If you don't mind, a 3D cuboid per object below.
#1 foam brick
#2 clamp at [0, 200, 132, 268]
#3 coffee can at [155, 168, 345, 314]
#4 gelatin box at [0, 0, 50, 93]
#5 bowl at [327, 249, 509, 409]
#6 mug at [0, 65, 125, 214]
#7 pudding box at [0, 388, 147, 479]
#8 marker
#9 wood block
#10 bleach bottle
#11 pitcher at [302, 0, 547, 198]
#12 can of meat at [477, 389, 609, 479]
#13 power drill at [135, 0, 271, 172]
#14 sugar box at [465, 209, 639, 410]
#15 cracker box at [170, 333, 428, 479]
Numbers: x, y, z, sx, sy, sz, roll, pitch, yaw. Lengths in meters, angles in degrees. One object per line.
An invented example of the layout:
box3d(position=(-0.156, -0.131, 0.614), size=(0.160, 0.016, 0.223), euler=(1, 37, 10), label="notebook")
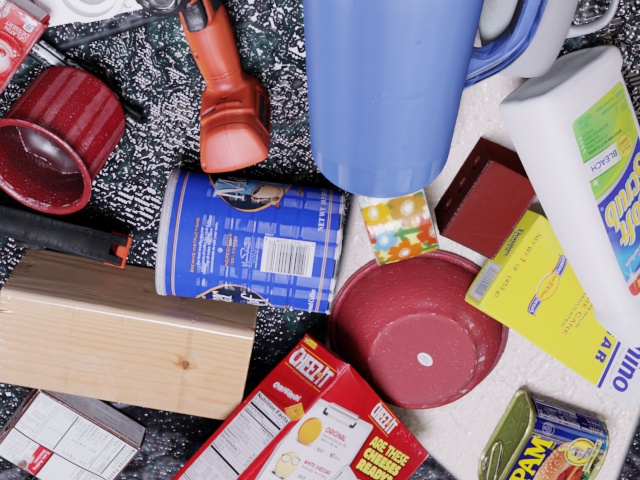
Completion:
box3d(position=(0.135, -0.035, 0.867), size=(0.051, 0.053, 0.078), euler=(26, 113, -10), label="foam brick")
box3d(position=(-0.245, -0.014, 0.879), size=(0.171, 0.120, 0.039), euler=(20, 93, -27), label="clamp")
box3d(position=(-0.056, 0.001, 0.862), size=(0.140, 0.103, 0.103), euler=(7, 115, -2), label="coffee can")
box3d(position=(-0.251, -0.156, 0.766), size=(0.089, 0.030, 0.073), euler=(36, 111, -14), label="gelatin box")
box3d(position=(0.087, 0.090, 0.927), size=(0.162, 0.055, 0.162), euler=(0, 115, 1), label="bowl")
box3d(position=(-0.209, -0.075, 0.836), size=(0.093, 0.081, 0.117), euler=(34, 138, -11), label="mug")
box3d(position=(-0.232, 0.185, 0.991), size=(0.113, 0.039, 0.090), euler=(34, 111, -16), label="pudding box")
box3d(position=(-0.191, -0.128, 0.852), size=(0.121, 0.020, 0.020), euler=(37, 111, -14), label="marker")
box3d(position=(-0.161, 0.080, 0.910), size=(0.206, 0.090, 0.091), euler=(11, 114, -3), label="wood block")
box3d(position=(0.230, -0.018, 0.835), size=(0.102, 0.068, 0.251), euler=(-37, 109, -27), label="bleach bottle")
box3d(position=(0.059, -0.146, 0.742), size=(0.149, 0.144, 0.243), euler=(35, 147, 26), label="pitcher")
box3d(position=(0.203, 0.196, 0.973), size=(0.084, 0.057, 0.102), euler=(18, 115, -10), label="can of meat")
box3d(position=(-0.084, -0.146, 0.761), size=(0.057, 0.184, 0.187), euler=(-10, 124, 6), label="power drill")
box3d(position=(0.218, 0.059, 0.897), size=(0.176, 0.048, 0.093), euler=(33, 93, -14), label="sugar box")
box3d(position=(-0.030, 0.208, 0.906), size=(0.213, 0.072, 0.164), euler=(-47, 133, -9), label="cracker box")
